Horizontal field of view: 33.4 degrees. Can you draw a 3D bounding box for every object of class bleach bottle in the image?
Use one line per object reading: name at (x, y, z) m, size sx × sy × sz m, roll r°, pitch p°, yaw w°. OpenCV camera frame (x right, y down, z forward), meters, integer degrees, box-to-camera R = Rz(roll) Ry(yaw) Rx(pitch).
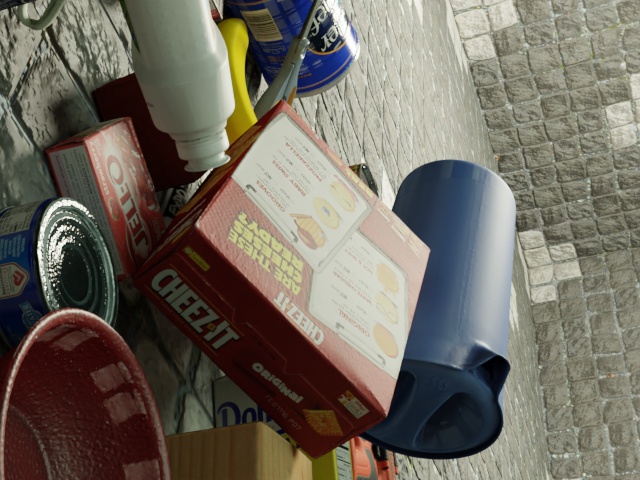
bleach bottle at (-0.095, -0.163, 0.604) m, size 0.102 × 0.068 × 0.251 m, roll -117°, pitch -166°, yaw -69°

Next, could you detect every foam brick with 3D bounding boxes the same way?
foam brick at (-0.110, -0.076, 0.717) m, size 0.053 × 0.051 × 0.078 m, roll -58°, pitch 134°, yaw -67°

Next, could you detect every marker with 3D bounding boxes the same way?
marker at (-0.105, -0.020, 0.755) m, size 0.121 × 0.020 × 0.020 m, roll -79°, pitch 152°, yaw -54°

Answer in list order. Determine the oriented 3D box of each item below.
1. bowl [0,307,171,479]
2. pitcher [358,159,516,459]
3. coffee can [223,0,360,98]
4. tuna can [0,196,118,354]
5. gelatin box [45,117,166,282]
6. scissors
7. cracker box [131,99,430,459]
bowl at (-0.128, 0.115, 0.503) m, size 0.162 × 0.055 × 0.162 m, roll -12°, pitch 90°, yaw -75°
pitcher at (0.089, 0.052, 0.893) m, size 0.145 × 0.149 × 0.242 m, roll 87°, pitch 15°, yaw -47°
coffee can at (-0.032, -0.218, 1.004) m, size 0.140 × 0.103 × 0.103 m, roll 58°, pitch 25°, yaw -51°
tuna can at (-0.141, 0.020, 0.566) m, size 0.086 × 0.034 × 0.086 m, roll -12°, pitch 90°, yaw -75°
gelatin box at (-0.128, -0.025, 0.655) m, size 0.073 × 0.030 × 0.089 m, roll -55°, pitch 131°, yaw -69°
scissors at (-0.029, -0.156, 0.939) m, size 0.096 × 0.016 × 0.202 m, roll -54°, pitch 169°, yaw -48°
cracker box at (-0.016, 0.017, 0.717) m, size 0.164 × 0.072 × 0.213 m, roll 45°, pitch 28°, yaw -12°
